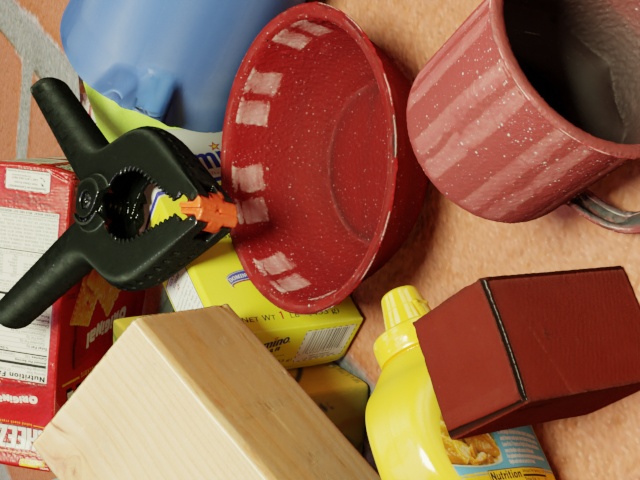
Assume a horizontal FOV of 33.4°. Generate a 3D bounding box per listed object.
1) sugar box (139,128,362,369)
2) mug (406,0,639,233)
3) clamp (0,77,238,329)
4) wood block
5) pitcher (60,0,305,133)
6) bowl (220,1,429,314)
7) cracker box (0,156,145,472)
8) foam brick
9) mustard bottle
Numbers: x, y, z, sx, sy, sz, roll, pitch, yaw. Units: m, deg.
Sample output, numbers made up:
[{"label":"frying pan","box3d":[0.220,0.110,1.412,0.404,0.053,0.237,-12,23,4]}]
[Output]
[{"label":"sugar box","box3d":[-0.054,0.001,0.651,0.176,0.093,0.048,61,141,35]},{"label":"mug","box3d":[0.094,-0.049,0.416,0.117,0.093,0.082,44,148,-2]},{"label":"clamp","box3d":[-0.127,-0.030,0.634,0.210,0.036,0.164,-5,79,44]},{"label":"wood block","box3d":[-0.025,0.137,0.504,0.206,0.090,0.091,47,109,17]},{"label":"pitcher","box3d":[-0.049,-0.194,0.600,0.149,0.144,0.243,54,135,21]},{"label":"bowl","box3d":[0.009,-0.042,0.568,0.162,0.055,0.162,1,91,55]},{"label":"cracker box","box3d":[-0.187,0.045,0.802,0.164,0.072,0.214,-25,-58,-77]},{"label":"foam brick","box3d":[0.089,0.044,0.434,0.053,0.078,0.051,-42,58,50]},{"label":"mustard bottle","box3d":[0.066,0.106,0.460,0.058,0.096,0.192,-36,60,32]}]
